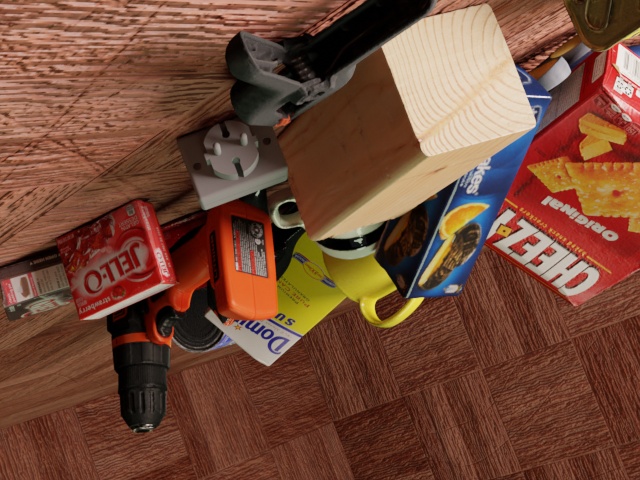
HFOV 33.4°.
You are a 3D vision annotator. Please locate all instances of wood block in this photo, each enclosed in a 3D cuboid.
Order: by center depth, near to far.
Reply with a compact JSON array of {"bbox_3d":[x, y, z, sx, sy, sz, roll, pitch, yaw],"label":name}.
[{"bbox_3d":[0.051,-0.076,0.763,0.090,0.090,0.206,-17,172,-24],"label":"wood block"}]

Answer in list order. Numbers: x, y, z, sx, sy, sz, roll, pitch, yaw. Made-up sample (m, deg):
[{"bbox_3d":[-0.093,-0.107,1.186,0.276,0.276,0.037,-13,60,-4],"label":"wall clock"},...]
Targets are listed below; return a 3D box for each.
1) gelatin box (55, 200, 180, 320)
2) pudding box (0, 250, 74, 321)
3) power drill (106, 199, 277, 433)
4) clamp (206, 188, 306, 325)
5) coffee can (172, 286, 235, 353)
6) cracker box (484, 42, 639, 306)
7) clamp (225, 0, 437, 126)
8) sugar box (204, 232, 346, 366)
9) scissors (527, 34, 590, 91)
[{"bbox_3d":[-0.168,0.017,0.880,0.089,0.073,0.030,-23,169,21],"label":"gelatin box"},{"bbox_3d":[-0.244,0.039,0.964,0.090,0.039,0.114,-19,172,-16],"label":"pudding box"},{"bbox_3d":[-0.117,0.057,0.911,0.057,0.184,0.188,13,151,-42],"label":"power drill"},{"bbox_3d":[-0.057,0.001,0.996,0.164,0.036,0.210,-5,138,-54],"label":"clamp"},{"bbox_3d":[-0.129,0.090,1.424,0.103,0.103,0.140,-25,172,26],"label":"coffee can"},{"bbox_3d":[0.234,-0.048,0.916,0.214,0.164,0.072,-42,-161,46],"label":"cracker box"},{"bbox_3d":[-0.017,-0.097,0.608,0.120,0.039,0.172,-16,172,-25],"label":"clamp"},{"bbox_3d":[-0.033,0.049,1.114,0.176,0.093,0.048,-45,-170,27],"label":"sugar box"},{"bbox_3d":[0.184,-0.143,0.917,0.096,0.016,0.202,-39,-173,-1],"label":"scissors"}]
